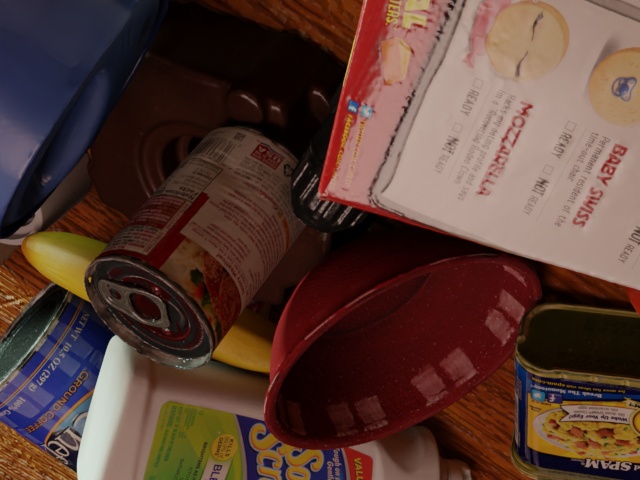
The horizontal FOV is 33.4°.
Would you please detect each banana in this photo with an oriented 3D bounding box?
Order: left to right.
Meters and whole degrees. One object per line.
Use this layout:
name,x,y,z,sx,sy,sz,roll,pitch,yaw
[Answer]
banana,-0.096,0.039,0.641,0.198,0.037,0.070,25,162,2

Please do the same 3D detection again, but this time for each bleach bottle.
bleach bottle,-0.016,0.129,0.664,0.250,0.068,0.103,13,103,-23

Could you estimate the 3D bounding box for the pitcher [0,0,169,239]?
pitcher,-0.202,-0.109,0.459,0.242,0.149,0.145,33,154,-6

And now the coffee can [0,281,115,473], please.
coffee can,-0.142,0.103,0.706,0.140,0.102,0.103,41,141,-20

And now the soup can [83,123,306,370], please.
soup can,-0.053,0.001,0.501,0.069,0.102,0.068,21,141,18

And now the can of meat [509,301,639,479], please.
can of meat,0.152,0.083,0.562,0.102,0.057,0.084,5,131,17

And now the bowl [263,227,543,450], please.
bowl,0.035,0.044,0.570,0.162,0.161,0.055,101,148,-48
